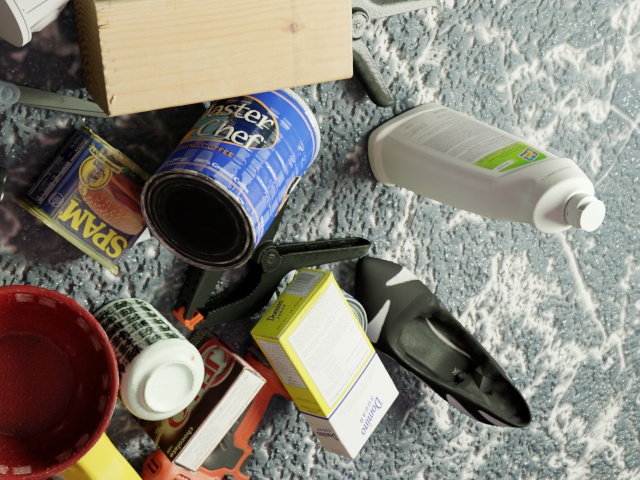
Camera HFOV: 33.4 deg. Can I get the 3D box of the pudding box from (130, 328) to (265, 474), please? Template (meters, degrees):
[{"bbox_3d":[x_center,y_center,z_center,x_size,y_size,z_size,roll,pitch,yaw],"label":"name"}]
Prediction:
[{"bbox_3d":[-0.116,0.149,1.005,0.039,0.090,0.113,37,87,-40],"label":"pudding box"}]

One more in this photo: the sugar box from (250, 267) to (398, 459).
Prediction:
[{"bbox_3d":[0.007,0.121,1.042,0.093,0.048,0.176,-50,131,-31],"label":"sugar box"}]

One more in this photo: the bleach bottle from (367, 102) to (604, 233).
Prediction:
[{"bbox_3d":[0.156,-0.060,0.998,0.102,0.251,0.068,-30,124,-21],"label":"bleach bottle"}]

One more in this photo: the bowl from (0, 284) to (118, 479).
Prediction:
[{"bbox_3d":[-0.252,0.119,0.892,0.162,0.055,0.162,2,82,-14],"label":"bowl"}]

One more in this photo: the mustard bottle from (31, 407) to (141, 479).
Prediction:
[{"bbox_3d":[-0.195,0.230,0.981,0.058,0.096,0.191,-54,134,-30],"label":"mustard bottle"}]

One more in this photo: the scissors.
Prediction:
[{"bbox_3d":[-0.263,-0.102,0.837,0.201,0.016,0.096,27,95,-39],"label":"scissors"}]

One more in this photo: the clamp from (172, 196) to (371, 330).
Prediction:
[{"bbox_3d":[-0.057,0.001,1.015,0.209,0.036,0.164,-35,125,-17],"label":"clamp"}]

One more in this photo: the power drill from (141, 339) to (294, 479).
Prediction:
[{"bbox_3d":[-0.067,0.207,1.087,0.184,0.057,0.187,38,86,-42],"label":"power drill"}]

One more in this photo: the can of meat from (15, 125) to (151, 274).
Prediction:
[{"bbox_3d":[-0.187,-0.034,0.895,0.084,0.058,0.102,-53,131,-7],"label":"can of meat"}]

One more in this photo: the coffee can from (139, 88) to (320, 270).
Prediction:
[{"bbox_3d":[-0.073,-0.058,0.896,0.140,0.103,0.103,-59,140,-43],"label":"coffee can"}]

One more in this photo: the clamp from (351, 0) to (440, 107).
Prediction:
[{"bbox_3d":[0.027,-0.191,0.987,0.171,0.039,0.120,8,101,-31],"label":"clamp"}]

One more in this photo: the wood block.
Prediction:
[{"bbox_3d":[-0.086,-0.169,0.864,0.205,0.090,0.091,-12,116,-20],"label":"wood block"}]
